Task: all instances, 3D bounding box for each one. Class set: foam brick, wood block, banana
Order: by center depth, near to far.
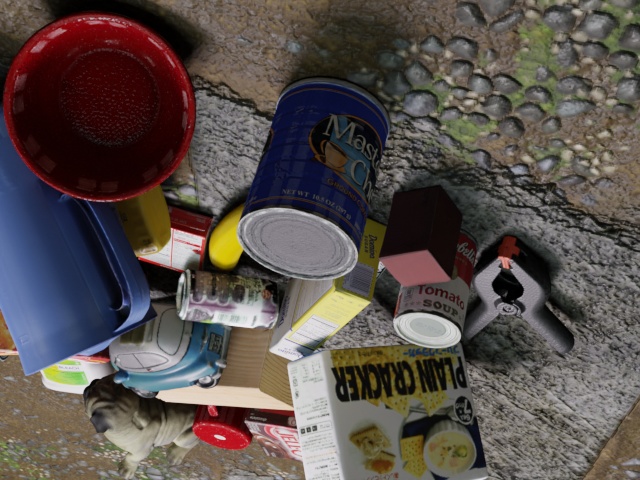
[{"bbox_3d":[0.095,-0.003,0.995,0.053,0.078,0.051,-9,139,32],"label":"foam brick"},{"bbox_3d":[-0.069,-0.009,1.091,0.069,0.037,0.198,33,143,-27],"label":"banana"},{"bbox_3d":[-0.120,0.142,1.264,0.206,0.091,0.090,-3,155,34],"label":"wood block"}]

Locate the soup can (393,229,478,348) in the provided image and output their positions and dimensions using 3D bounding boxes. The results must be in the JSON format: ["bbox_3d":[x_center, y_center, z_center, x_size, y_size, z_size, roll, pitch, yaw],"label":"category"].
[{"bbox_3d":[0.112,0.045,1.037,0.068,0.102,0.068,11,147,7],"label":"soup can"}]

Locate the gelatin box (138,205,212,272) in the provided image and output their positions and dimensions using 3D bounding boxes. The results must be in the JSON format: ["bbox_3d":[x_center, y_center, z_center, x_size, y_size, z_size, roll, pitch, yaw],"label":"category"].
[{"bbox_3d":[-0.157,-0.002,1.145,0.073,0.030,0.089,16,147,1],"label":"gelatin box"}]

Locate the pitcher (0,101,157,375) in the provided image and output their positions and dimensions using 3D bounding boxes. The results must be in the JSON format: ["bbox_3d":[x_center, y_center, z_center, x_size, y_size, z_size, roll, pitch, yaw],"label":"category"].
[{"bbox_3d":[-0.252,-0.009,0.991,0.149,0.243,0.145,-24,-178,0],"label":"pitcher"}]

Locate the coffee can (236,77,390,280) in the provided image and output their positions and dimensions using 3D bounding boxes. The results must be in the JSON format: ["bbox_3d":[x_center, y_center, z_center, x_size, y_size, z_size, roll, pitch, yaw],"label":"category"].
[{"bbox_3d":[-0.004,-0.052,0.903,0.103,0.140,0.103,11,147,7],"label":"coffee can"}]

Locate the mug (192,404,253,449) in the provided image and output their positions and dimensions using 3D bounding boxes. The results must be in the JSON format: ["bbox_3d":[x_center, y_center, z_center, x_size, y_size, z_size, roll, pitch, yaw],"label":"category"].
[{"bbox_3d":[-0.125,0.221,1.421,0.093,0.081,0.117,5,146,16],"label":"mug"}]

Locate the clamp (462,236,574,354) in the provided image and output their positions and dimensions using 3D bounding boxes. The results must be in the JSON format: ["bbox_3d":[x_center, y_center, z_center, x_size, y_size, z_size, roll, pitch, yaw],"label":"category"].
[{"bbox_3d":[0.205,0.061,1.083,0.120,0.039,0.171,7,147,9],"label":"clamp"}]

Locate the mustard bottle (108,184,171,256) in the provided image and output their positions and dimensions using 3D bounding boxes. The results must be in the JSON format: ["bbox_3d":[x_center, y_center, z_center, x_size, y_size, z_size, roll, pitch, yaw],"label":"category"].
[{"bbox_3d":[-0.253,-0.022,1.090,0.192,0.058,0.096,-9,111,19],"label":"mustard bottle"}]

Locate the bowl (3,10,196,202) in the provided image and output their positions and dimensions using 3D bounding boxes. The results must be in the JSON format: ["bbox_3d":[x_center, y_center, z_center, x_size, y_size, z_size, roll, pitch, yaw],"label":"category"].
[{"bbox_3d":[-0.185,-0.117,0.917,0.162,0.055,0.162,0,107,-2],"label":"bowl"}]

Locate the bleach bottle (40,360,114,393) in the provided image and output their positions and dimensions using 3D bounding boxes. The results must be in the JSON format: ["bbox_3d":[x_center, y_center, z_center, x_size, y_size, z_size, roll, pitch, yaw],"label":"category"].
[{"bbox_3d":[-0.343,0.105,1.357,0.103,0.068,0.251,6,144,14],"label":"bleach bottle"}]

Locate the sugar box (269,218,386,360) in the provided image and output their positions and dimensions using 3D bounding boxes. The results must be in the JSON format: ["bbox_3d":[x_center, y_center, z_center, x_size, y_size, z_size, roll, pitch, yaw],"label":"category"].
[{"bbox_3d":[0.006,0.053,1.103,0.048,0.093,0.176,22,148,-11],"label":"sugar box"}]

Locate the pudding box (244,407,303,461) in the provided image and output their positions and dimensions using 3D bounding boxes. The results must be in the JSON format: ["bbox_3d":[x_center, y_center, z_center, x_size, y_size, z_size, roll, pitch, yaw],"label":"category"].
[{"bbox_3d":[-0.038,0.246,1.365,0.090,0.039,0.113,7,150,19],"label":"pudding box"}]
